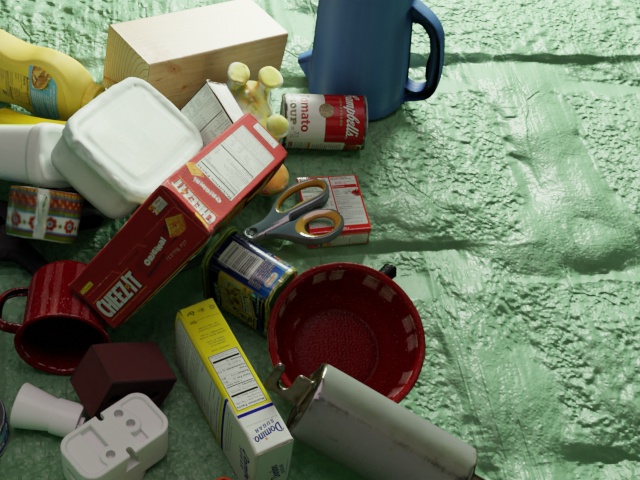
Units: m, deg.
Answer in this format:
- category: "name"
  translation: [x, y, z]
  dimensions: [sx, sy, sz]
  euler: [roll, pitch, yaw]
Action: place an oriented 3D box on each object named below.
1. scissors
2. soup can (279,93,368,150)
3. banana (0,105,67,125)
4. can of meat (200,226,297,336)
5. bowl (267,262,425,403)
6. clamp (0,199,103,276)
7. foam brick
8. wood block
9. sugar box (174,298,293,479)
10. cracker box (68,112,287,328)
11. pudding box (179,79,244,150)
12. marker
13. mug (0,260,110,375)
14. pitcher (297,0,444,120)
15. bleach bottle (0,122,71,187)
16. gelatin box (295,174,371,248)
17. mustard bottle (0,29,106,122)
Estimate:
- category: "scissors"
  translation: [-0.058, 0.001, 1.183]
  dimensions: [0.201, 0.016, 0.096]
  euler: [-39, 58, -21]
- category: "soup can"
  translation: [0.003, -0.146, 1.309]
  dimensions: [0.102, 0.068, 0.068]
  euler: [1, 49, -7]
- category: "banana"
  translation: [-0.314, -0.129, 1.230]
  dimensions: [0.198, 0.037, 0.069]
  euler: [15, 43, 25]
- category: "can of meat"
  translation: [-0.073, 0.045, 1.110]
  dimensions: [0.084, 0.102, 0.057]
  euler: [32, 62, 15]
- category: "bowl"
  translation: [0.022, 0.106, 1.083]
  dimensions: [0.162, 0.055, 0.162]
  euler: [3, 71, -10]
- category: "clamp"
  translation: [-0.324, -0.010, 1.163]
  dimensions: [0.171, 0.039, 0.120]
  euler: [23, 43, 2]
- category: "foam brick"
  translation: [-0.190, 0.134, 1.029]
  dimensions: [0.078, 0.053, 0.051]
  euler: [2, 43, -44]
- category: "wood block"
  translation: [-0.153, -0.224, 1.317]
  dimensions: [0.205, 0.090, 0.091]
  euler: [-21, 55, -36]
- category: "sugar box"
  translation: [-0.085, 0.151, 1.023]
  dimensions: [0.048, 0.093, 0.176]
  euler: [-21, 56, -24]
- category: "cracker box"
  translation: [-0.136, -0.023, 1.074]
  dimensions: [0.072, 0.164, 0.213]
  euler: [44, 31, -4]
- category: "pudding box"
  translation: [-0.121, -0.110, 1.207]
  dimensions: [0.039, 0.090, 0.113]
  euler: [6, 47, -58]
- category: "marker"
  translation: [0.043, 0.061, 1.168]
  dimensions: [0.020, 0.020, 0.120]
  euler: [38, 54, 22]
- category: "mug"
  translation: [-0.265, 0.073, 1.064]
  dimensions: [0.117, 0.093, 0.081]
  euler: [5, 44, -11]
- category: "pitcher"
  translation: [0.065, -0.270, 1.309]
  dimensions: [0.149, 0.243, 0.145]
  euler: [-19, 58, -16]
- category: "bleach bottle"
  translation: [-0.386, -0.100, 1.173]
  dimensions: [0.251, 0.068, 0.102]
  euler: [6, 3, 20]
- category: "gelatin box"
  translation: [0.014, -0.035, 1.240]
  dimensions: [0.073, 0.030, 0.089]
  euler: [-5, 51, -11]
- category: "mustard bottle"
  translation: [-0.332, -0.190, 1.276]
  dimensions: [0.192, 0.096, 0.058]
  euler: [21, 49, 10]
